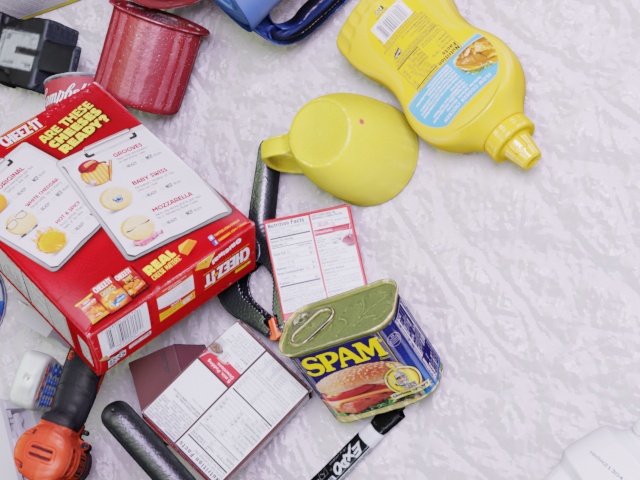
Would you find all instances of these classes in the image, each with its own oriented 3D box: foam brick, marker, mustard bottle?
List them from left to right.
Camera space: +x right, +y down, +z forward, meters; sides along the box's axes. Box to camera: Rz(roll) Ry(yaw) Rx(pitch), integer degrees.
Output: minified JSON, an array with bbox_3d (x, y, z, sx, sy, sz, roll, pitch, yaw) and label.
[{"bbox_3d":[-0.123,0.134,0.926,0.053,0.051,0.078,-24,73,23],"label":"foam brick"},{"bbox_3d":[0.025,0.172,0.858,0.121,0.020,0.020,-48,65,15],"label":"marker"},{"bbox_3d":[0.102,-0.126,0.832,0.096,0.058,0.192,-46,65,13],"label":"mustard bottle"}]

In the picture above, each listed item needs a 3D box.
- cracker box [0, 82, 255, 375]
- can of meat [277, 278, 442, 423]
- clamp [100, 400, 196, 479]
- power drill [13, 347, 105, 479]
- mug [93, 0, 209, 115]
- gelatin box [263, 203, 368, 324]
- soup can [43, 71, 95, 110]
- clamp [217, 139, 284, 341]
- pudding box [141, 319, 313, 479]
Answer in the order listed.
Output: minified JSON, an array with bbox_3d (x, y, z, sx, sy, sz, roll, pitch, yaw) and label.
[{"bbox_3d":[-0.182,-0.014,0.874,0.164,0.072,0.214,-36,61,-26],"label":"cracker box"},{"bbox_3d":[0.033,0.087,0.822,0.102,0.084,0.057,-20,31,26],"label":"can of meat"},{"bbox_3d":[-0.080,0.224,0.828,0.036,0.164,0.210,-42,57,-15],"label":"clamp"},{"bbox_3d":[-0.203,0.126,0.930,0.057,0.184,0.187,18,75,-2],"label":"power drill"},{"bbox_3d":[-0.159,-0.167,0.969,0.117,0.093,0.081,48,122,60],"label":"mug"},{"bbox_3d":[-0.003,0.020,0.871,0.073,0.030,0.089,-12,77,-2],"label":"gelatin box"},{"bbox_3d":[-0.224,-0.099,1.002,0.069,0.068,0.102,-8,80,28],"label":"soup can"},{"bbox_3d":[-0.056,0.001,0.914,0.120,0.039,0.171,-38,74,19],"label":"clamp"},{"bbox_3d":[-0.075,0.134,0.871,0.090,0.039,0.113,43,78,9],"label":"pudding box"}]
